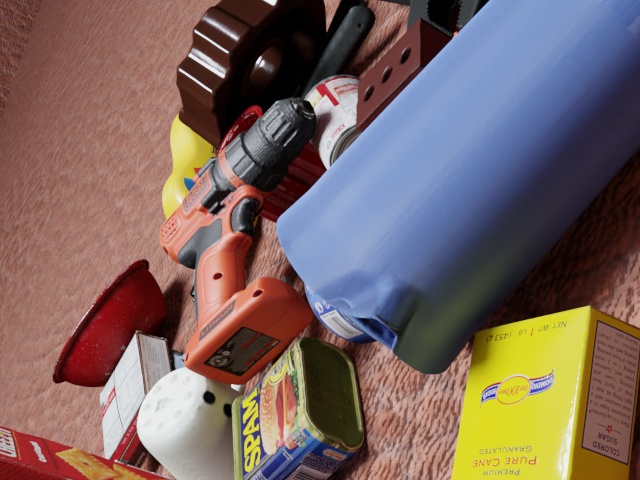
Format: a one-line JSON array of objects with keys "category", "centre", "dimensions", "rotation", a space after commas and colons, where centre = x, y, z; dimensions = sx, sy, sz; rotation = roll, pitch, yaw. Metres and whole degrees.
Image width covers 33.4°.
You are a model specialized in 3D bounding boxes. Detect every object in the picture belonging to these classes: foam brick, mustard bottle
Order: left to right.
[{"category": "mustard bottle", "centre": [-0.107, -0.046, 1.050], "dimensions": [0.058, 0.096, 0.191], "rotation": [-43, 33, 39]}, {"category": "foam brick", "centre": [0.067, -0.107, 0.760], "dimensions": [0.078, 0.051, 0.053], "rotation": [-43, 32, 41]}]

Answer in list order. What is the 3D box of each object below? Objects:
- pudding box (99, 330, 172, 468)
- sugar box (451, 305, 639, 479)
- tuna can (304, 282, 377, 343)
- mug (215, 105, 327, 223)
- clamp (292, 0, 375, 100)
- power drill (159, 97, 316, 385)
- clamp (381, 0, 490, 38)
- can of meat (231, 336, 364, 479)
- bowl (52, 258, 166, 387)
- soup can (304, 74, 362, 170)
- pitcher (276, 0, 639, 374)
[{"category": "pudding box", "centre": [-0.179, 0.157, 1.044], "dimensions": [0.090, 0.039, 0.113], "rotation": [-57, 28, 20]}, {"category": "sugar box", "centre": [0.105, 0.127, 0.532], "dimensions": [0.094, 0.048, 0.176], "rotation": [-24, 45, 56]}, {"category": "tuna can", "centre": [0.032, 0.026, 0.721], "dimensions": [0.034, 0.086, 0.086], "rotation": [-28, 44, 56]}, {"category": "mug", "centre": [-0.039, -0.059, 0.944], "dimensions": [0.093, 0.081, 0.117], "rotation": [-64, 24, 4]}, {"category": "clamp", "centre": [0.003, -0.151, 0.986], "dimensions": [0.120, 0.039, 0.171], "rotation": [-98, 32, -81]}, {"category": "power drill", "centre": [-0.055, 0.001, 0.818], "dimensions": [0.185, 0.057, 0.187], "rotation": [-46, 36, 31]}, {"category": "clamp", "centre": [0.108, -0.214, 0.845], "dimensions": [0.165, 0.036, 0.210], "rotation": [-46, 33, 25]}, {"category": "can of meat", "centre": [-0.016, 0.130, 0.760], "dimensions": [0.084, 0.057, 0.102], "rotation": [-48, 29, 29]}, {"category": "bowl", "centre": [-0.212, 0.100, 1.134], "dimensions": [0.162, 0.055, 0.162], "rotation": [-54, -5, -8]}, {"category": "soup can", "centre": [0.028, -0.084, 0.850], "dimensions": [0.068, 0.068, 0.102], "rotation": [-58, 26, 17]}, {"category": "pitcher", "centre": [0.098, -0.055, 0.608], "dimensions": [0.243, 0.144, 0.149], "rotation": [-48, 54, 17]}]
